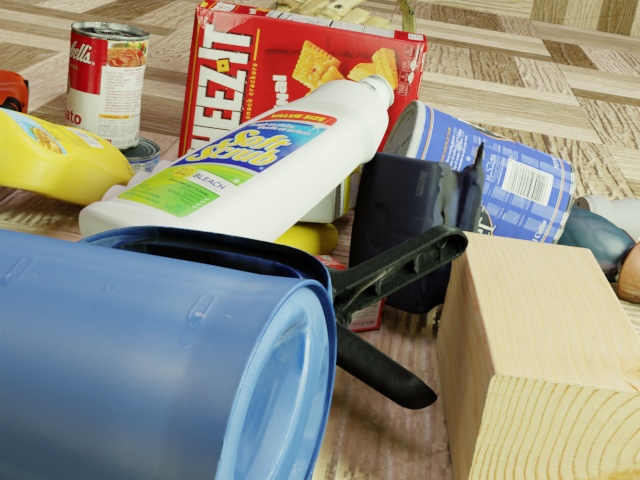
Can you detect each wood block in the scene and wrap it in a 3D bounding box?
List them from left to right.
[{"bbox_3d":[0.123,0.074,0.614,0.091,0.090,0.206,9,20,-1],"label":"wood block"}]

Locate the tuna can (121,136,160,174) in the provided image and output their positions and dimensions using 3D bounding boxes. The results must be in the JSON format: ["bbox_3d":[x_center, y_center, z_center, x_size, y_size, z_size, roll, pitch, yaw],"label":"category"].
[{"bbox_3d":[-0.189,-0.072,0.968,0.086,0.034,0.086,8,20,-3],"label":"tuna can"}]

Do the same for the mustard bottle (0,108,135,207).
[{"bbox_3d":[-0.229,-0.068,0.814,0.096,0.058,0.191,35,8,24],"label":"mustard bottle"}]

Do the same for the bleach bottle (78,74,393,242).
[{"bbox_3d":[-0.042,-0.050,0.751,0.103,0.068,0.250,19,45,38],"label":"bleach bottle"}]

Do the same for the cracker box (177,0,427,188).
[{"bbox_3d":[-0.018,-0.125,0.999,0.213,0.164,0.072,10,17,1],"label":"cracker box"}]

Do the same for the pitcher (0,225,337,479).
[{"bbox_3d":[-0.117,0.053,0.510,0.243,0.145,0.149,13,-1,19],"label":"pitcher"}]

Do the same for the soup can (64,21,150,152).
[{"bbox_3d":[-0.188,-0.135,0.937,0.068,0.102,0.068,8,20,-3],"label":"soup can"}]

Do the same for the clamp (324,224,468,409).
[{"bbox_3d":[0.005,0.053,0.640,0.172,0.039,0.120,-13,42,24],"label":"clamp"}]

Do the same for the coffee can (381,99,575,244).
[{"bbox_3d":[0.122,-0.043,0.876,0.140,0.103,0.103,20,18,-9],"label":"coffee can"}]
